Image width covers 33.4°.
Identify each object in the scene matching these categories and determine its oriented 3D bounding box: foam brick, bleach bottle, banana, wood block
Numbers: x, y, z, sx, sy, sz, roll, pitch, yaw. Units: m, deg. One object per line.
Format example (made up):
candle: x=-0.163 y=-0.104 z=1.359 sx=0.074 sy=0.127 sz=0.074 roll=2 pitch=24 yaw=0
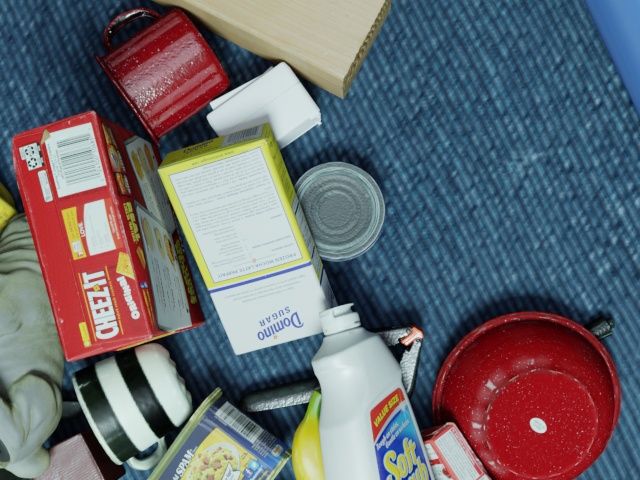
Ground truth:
foam brick: x=-0.202 y=0.190 z=0.891 sx=0.053 sy=0.078 sz=0.051 roll=-27 pitch=86 yaw=0
bleach bottle: x=0.040 y=0.175 z=0.832 sx=0.068 sy=0.102 sz=0.251 roll=-21 pitch=82 yaw=42
banana: x=0.036 y=0.216 z=0.882 sx=0.069 sy=0.037 sz=0.197 roll=-39 pitch=105 yaw=1
wood block: x=-0.051 y=-0.210 z=0.895 sx=0.206 sy=0.090 sz=0.091 roll=27 pitch=89 yaw=3

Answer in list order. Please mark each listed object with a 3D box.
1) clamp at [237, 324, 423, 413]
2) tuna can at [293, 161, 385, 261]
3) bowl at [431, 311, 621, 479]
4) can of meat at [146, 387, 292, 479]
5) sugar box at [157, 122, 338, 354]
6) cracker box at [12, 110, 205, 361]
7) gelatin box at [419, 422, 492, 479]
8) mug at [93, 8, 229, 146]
clamp: x=0.014 y=0.127 z=0.907 sx=0.120 sy=0.039 sz=0.171 roll=38 pitch=92 yaw=-3
tuna can: x=0.014 y=-0.025 z=0.914 sx=0.086 sy=0.034 sz=0.086 roll=0 pitch=88 yaw=1
bowl: x=0.175 y=0.142 z=0.878 sx=0.162 sy=0.055 sz=0.162 roll=0 pitch=100 yaw=-2
can of meat: x=-0.084 y=0.188 z=0.886 sx=0.084 sy=0.057 sz=0.102 roll=37 pitch=107 yaw=5
sugar box: x=-0.056 y=0.001 z=0.875 sx=0.093 sy=0.048 sz=0.176 roll=-15 pitch=114 yaw=12
cracker box: x=-0.158 y=0.001 z=0.828 sx=0.072 sy=0.213 sz=0.164 roll=-15 pitch=87 yaw=2
gelatin box: x=0.108 y=0.197 z=0.884 sx=0.030 sy=0.073 sz=0.089 roll=-32 pitch=86 yaw=-25
mug: x=-0.137 y=-0.148 z=0.900 sx=0.081 sy=0.093 sz=0.117 roll=-36 pitch=69 yaw=-5
